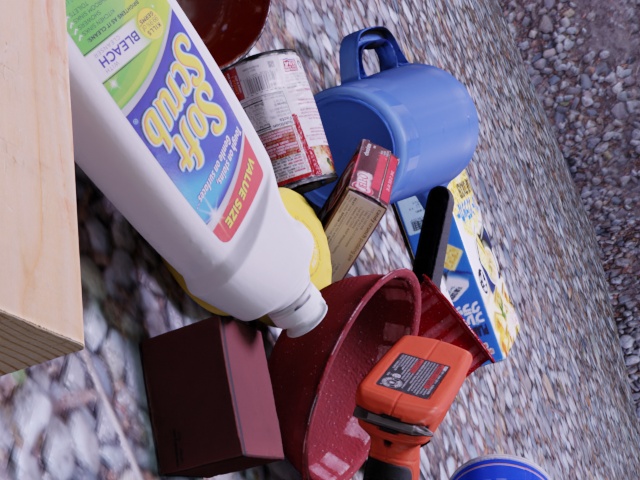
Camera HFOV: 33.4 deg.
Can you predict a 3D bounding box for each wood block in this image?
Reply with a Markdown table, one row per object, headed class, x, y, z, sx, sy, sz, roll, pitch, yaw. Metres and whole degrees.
| class | x | y | z | sx | sy | sz | roll | pitch | yaw |
| --- | --- | --- | --- | --- | --- | --- | --- | --- | --- |
| wood block | -0.155 | -0.055 | 0.400 | 0.090 | 0.091 | 0.206 | 38 | 38 | -57 |

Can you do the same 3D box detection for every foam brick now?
| class | x | y | z | sx | sy | sz | roll | pitch | yaw |
| --- | --- | --- | --- | --- | --- | --- | --- | --- | --- |
| foam brick | -0.060 | 0.088 | 0.592 | 0.051 | 0.053 | 0.078 | 27 | 48 | -64 |

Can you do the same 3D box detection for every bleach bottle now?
| class | x | y | z | sx | sy | sz | roll | pitch | yaw |
| --- | --- | --- | --- | --- | --- | --- | --- | --- | --- |
| bleach bottle | -0.075 | -0.054 | 0.565 | 0.250 | 0.068 | 0.102 | 52 | 50 | -19 |

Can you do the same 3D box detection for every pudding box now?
| class | x | y | z | sx | sy | sz | roll | pitch | yaw |
| --- | --- | --- | --- | --- | --- | --- | --- | --- | --- |
| pudding box | 0.016 | -0.010 | 0.810 | 0.039 | 0.114 | 0.090 | 27 | 29 | -3 |

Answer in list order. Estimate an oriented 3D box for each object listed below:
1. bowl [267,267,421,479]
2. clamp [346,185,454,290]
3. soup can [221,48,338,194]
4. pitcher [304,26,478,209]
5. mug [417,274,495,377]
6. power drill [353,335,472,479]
| class | x | y | z | sx | sy | sz | roll | pitch | yaw |
| --- | --- | --- | --- | --- | --- | --- | --- | --- | --- |
| bowl | 0.008 | 0.086 | 0.714 | 0.161 | 0.055 | 0.162 | -46 | 147 | -42 |
| clamp | 0.075 | 0.074 | 0.953 | 0.164 | 0.036 | 0.210 | -28 | 119 | -39 |
| soup can | -0.034 | -0.084 | 0.801 | 0.068 | 0.069 | 0.102 | -9 | 81 | -71 |
| pitcher | 0.055 | -0.104 | 0.985 | 0.149 | 0.145 | 0.242 | 32 | 19 | 11 |
| mug | 0.075 | 0.079 | 0.868 | 0.117 | 0.081 | 0.093 | 51 | 1 | -20 |
| power drill | 0.058 | 0.164 | 0.722 | 0.184 | 0.057 | 0.188 | -39 | 138 | -63 |
